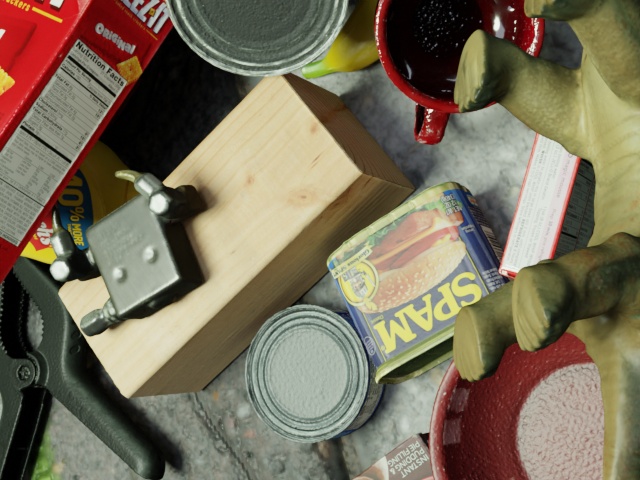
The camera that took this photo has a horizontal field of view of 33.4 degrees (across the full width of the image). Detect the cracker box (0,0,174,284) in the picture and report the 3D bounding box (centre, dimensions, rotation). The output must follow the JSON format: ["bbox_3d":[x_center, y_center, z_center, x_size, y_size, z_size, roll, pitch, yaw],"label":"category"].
[{"bbox_3d":[-0.207,-0.100,0.654,0.164,0.072,0.213,28,83,34],"label":"cracker box"}]

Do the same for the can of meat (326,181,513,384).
[{"bbox_3d":[0.063,0.026,0.637,0.102,0.057,0.084,-33,70,20],"label":"can of meat"}]

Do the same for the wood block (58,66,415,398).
[{"bbox_3d":[-0.055,0.000,0.678,0.206,0.090,0.090,-44,68,16],"label":"wood block"}]

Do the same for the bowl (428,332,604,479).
[{"bbox_3d":[0.144,0.113,0.589,0.162,0.055,0.162,-3,84,26],"label":"bowl"}]

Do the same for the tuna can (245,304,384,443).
[{"bbox_3d":[-0.003,0.084,0.676,0.086,0.033,0.086,-3,84,26],"label":"tuna can"}]

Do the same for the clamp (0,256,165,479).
[{"bbox_3d":[-0.208,0.105,0.774,0.165,0.036,0.210,-31,71,20],"label":"clamp"}]

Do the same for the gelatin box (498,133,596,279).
[{"bbox_3d":[0.133,-0.019,0.597,0.030,0.073,0.089,15,92,26],"label":"gelatin box"}]

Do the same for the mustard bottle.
[{"bbox_3d":[-0.193,-0.029,0.747,0.191,0.058,0.096,2,112,3],"label":"mustard bottle"}]

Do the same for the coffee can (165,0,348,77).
[{"bbox_3d":[-0.033,-0.176,0.639,0.103,0.102,0.140,-28,31,21],"label":"coffee can"}]

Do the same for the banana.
[{"bbox_3d":[0.047,-0.188,0.676,0.070,0.037,0.198,26,97,26],"label":"banana"}]

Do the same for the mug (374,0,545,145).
[{"bbox_3d":[0.073,-0.114,0.619,0.093,0.081,0.117,7,104,-4],"label":"mug"}]
